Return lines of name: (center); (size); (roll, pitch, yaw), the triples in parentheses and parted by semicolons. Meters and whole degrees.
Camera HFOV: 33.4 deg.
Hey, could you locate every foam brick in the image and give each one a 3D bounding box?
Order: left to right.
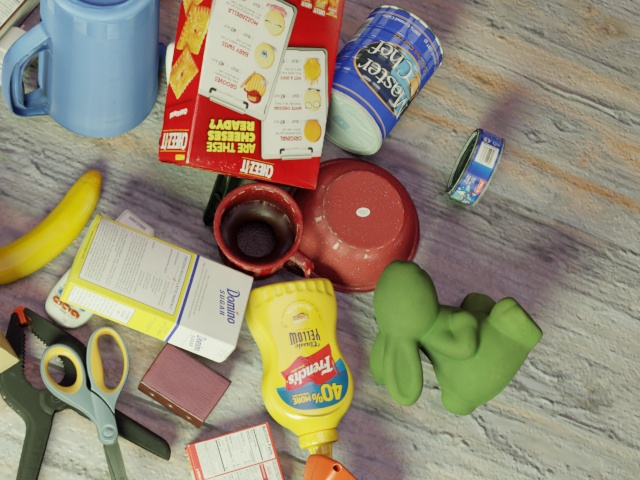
foam brick: (-0.139, 0.148, 1.087); (0.078, 0.053, 0.051); (33, 68, -1)

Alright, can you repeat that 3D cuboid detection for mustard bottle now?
mustard bottle: (-0.016, 0.139, 1.115); (0.096, 0.058, 0.191); (-7, 75, -20)

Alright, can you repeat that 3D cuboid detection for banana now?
banana: (-0.301, -0.004, 1.104); (0.197, 0.037, 0.069); (-31, 83, -20)

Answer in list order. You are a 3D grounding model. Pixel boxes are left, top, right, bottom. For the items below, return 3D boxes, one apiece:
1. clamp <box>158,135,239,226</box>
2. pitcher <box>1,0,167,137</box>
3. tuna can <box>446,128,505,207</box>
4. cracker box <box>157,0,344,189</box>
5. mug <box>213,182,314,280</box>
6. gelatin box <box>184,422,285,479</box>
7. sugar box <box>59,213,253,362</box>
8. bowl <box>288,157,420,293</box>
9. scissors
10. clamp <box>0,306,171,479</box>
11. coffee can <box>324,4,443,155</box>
clamp: (-0.100, -0.113, 1.163); (0.171, 0.039, 0.120); (-54, 134, -25)
pitcher: (-0.232, -0.205, 1.073); (0.145, 0.243, 0.149); (20, 68, -5)
tuna can: (0.176, -0.084, 1.216); (0.033, 0.086, 0.086); (24, 69, -4)
cracker box: (-0.071, -0.171, 1.108); (0.163, 0.072, 0.214); (10, 89, -37)
mug: (-0.057, 0.001, 1.131); (0.117, 0.081, 0.093); (32, 73, 3)
gelatin box: (-0.086, 0.233, 1.085); (0.089, 0.030, 0.073); (-13, 75, -17)
sugar box: (-0.162, 0.049, 1.075); (0.176, 0.048, 0.093); (25, 49, -15)
bowl: (0.041, -0.025, 1.183); (0.162, 0.055, 0.162); (4, 73, -12)
scissors: (-0.226, 0.179, 1.034); (0.096, 0.016, 0.202); (4, 67, -16)
clamp: (-0.251, 0.160, 1.064); (0.164, 0.036, 0.210); (-16, 77, -18)
coffee can: (0.060, -0.182, 1.210); (0.103, 0.103, 0.140); (37, 68, 0)
